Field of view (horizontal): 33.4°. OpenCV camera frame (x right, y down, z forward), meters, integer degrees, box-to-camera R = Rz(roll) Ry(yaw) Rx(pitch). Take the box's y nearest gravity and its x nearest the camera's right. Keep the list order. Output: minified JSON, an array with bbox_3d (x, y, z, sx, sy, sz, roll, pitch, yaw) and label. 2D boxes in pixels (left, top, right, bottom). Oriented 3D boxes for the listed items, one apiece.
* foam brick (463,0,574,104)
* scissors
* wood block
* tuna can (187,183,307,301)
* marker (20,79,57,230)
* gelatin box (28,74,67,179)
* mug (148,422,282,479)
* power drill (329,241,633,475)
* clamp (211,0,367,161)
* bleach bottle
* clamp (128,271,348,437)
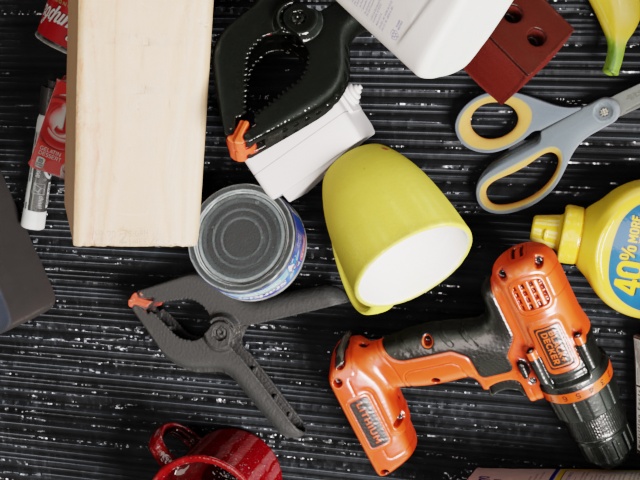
[{"bbox_3d":[0.121,-0.142,0.725,0.078,0.051,0.053,45,69,2],"label":"foam brick"},{"bbox_3d":[0.180,-0.100,0.746,0.202,0.016,0.096,-41,88,17],"label":"scissors"},{"bbox_3d":[-0.129,-0.107,0.743,0.090,0.091,0.206,0,111,-17],"label":"wood block"},{"bbox_3d":[-0.055,0.001,0.800,0.086,0.033,0.086,-3,78,12],"label":"tuna can"},{"bbox_3d":[-0.221,-0.068,0.852,0.020,0.020,0.121,15,103,11],"label":"marker"},{"bbox_3d":[-0.170,-0.077,0.823,0.089,0.030,0.073,22,104,-5],"label":"gelatin box"},{"bbox_3d":[-0.087,0.189,0.832,0.117,0.081,0.093,44,107,3],"label":"mug"},{"bbox_3d":[0.115,0.107,0.772,0.188,0.057,0.184,-22,107,18],"label":"power drill"},{"bbox_3d":[-0.004,-0.144,0.729,0.164,0.036,0.210,15,69,8],"label":"clamp"},{"bbox_3d":[0.016,-0.220,0.690,0.251,0.067,0.103,47,129,20],"label":"bleach bottle"},{"bbox_3d":[-0.063,0.063,0.827,0.171,0.039,0.120,27,91,11],"label":"clamp"}]
